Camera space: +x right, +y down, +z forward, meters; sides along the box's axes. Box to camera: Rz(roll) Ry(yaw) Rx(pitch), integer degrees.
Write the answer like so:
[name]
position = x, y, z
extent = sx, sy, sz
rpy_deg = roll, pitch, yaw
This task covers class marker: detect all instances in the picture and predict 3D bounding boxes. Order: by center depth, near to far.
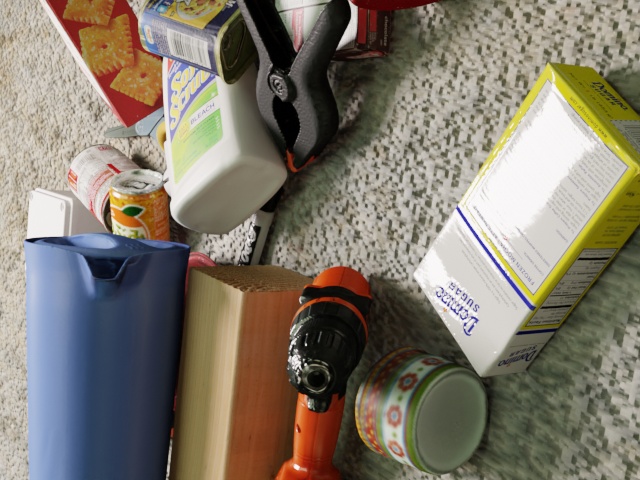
[marker]
position = -0.056, 0.001, 0.920
extent = 0.020, 0.020, 0.121
rpy_deg = 44, 123, 45

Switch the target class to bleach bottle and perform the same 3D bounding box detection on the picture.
[bleach bottle]
position = -0.100, -0.133, 0.930
extent = 0.103, 0.068, 0.251
rpy_deg = -39, 50, 30

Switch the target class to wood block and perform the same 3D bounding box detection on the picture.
[wood block]
position = -0.058, 0.130, 0.862
extent = 0.091, 0.090, 0.206
rpy_deg = 18, 104, 53

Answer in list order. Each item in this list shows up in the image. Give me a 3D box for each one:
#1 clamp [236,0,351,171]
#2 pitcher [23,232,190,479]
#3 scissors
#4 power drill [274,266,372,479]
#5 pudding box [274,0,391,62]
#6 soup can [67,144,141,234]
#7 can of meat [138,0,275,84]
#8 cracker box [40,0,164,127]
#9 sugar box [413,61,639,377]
[clamp]
position = -0.027, -0.133, 0.809
extent = 0.120, 0.039, 0.171
rpy_deg = 44, 146, 32
[pitcher]
position = -0.180, 0.114, 0.885
extent = 0.145, 0.149, 0.243
rpy_deg = 7, 95, 33
[scissors]
position = -0.171, -0.133, 1.082
extent = 0.202, 0.016, 0.096
rpy_deg = 26, 108, 51
[power drill]
position = -0.002, 0.125, 0.747
extent = 0.184, 0.057, 0.188
rpy_deg = -60, -19, -73
[pudding box]
position = 0.008, -0.184, 0.820
extent = 0.114, 0.039, 0.090
rpy_deg = 7, 95, 52
[soup can]
position = -0.209, -0.051, 1.089
extent = 0.102, 0.068, 0.068
rpy_deg = 38, 120, 48
[can of meat]
position = -0.088, -0.185, 0.875
extent = 0.084, 0.102, 0.057
rpy_deg = 22, 147, 20
[cracker box]
position = -0.225, -0.231, 1.001
extent = 0.164, 0.072, 0.213
rpy_deg = 48, 168, 55
[sugar box]
position = 0.130, -0.009, 0.645
extent = 0.093, 0.048, 0.176
rpy_deg = 59, 137, 35
